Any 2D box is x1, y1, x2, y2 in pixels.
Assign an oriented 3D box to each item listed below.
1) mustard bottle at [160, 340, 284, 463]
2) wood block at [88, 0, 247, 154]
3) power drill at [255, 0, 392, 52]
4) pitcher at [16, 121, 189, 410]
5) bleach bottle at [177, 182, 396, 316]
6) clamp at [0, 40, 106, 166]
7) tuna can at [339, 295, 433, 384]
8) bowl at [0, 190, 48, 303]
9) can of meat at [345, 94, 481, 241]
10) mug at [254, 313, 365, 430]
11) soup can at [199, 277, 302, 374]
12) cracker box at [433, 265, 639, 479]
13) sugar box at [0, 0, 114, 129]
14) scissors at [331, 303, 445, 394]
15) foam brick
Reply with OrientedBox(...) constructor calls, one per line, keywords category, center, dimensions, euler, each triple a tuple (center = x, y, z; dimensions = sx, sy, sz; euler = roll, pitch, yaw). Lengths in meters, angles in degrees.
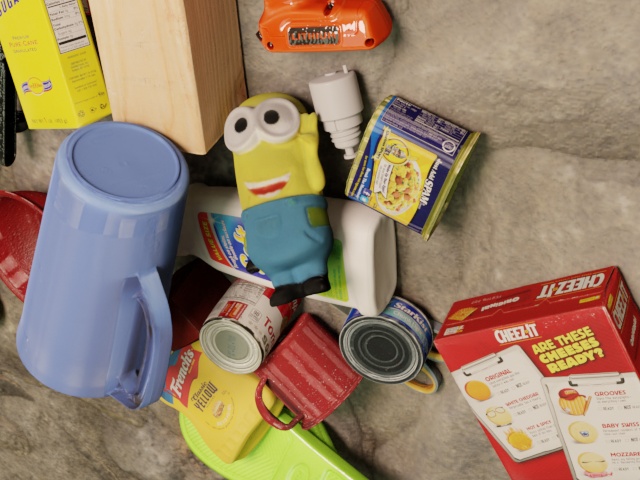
OrientedBox(category="mustard bottle", center=(-0.131, 0.137, 1.122), dimensions=(0.192, 0.058, 0.096), euler=(40, 110, 19))
OrientedBox(category="wood block", center=(-0.127, -0.187, 0.878), dimensions=(0.090, 0.090, 0.206), euler=(10, 128, 19))
OrientedBox(category="power drill", center=(0.003, -0.238, 0.801), dimensions=(0.185, 0.057, 0.187), euler=(3, 123, 24))
OrientedBox(category="pitcher", center=(-0.181, 0.025, 0.925), dimensions=(0.149, 0.145, 0.243), euler=(18, 134, -4))
OrientedBox(category="bleach bottle", center=(-0.057, 0.001, 1.002), dimensions=(0.251, 0.068, 0.102), euler=(8, 121, 23))
OrientedBox(category="clamp", center=(-0.292, -0.175, 0.991), dimensions=(0.165, 0.036, 0.210), euler=(-30, 106, 23))
OrientedBox(category="tuna can", center=(0.061, 0.095, 1.010), dimensions=(0.086, 0.033, 0.086), euler=(12, 127, 16))
OrientedBox(category="bowl", center=(-0.281, 0.006, 1.108), dimensions=(0.162, 0.055, 0.162), euler=(23, 134, 26))
OrientedBox(category="can of meat", center=(0.075, -0.062, 0.895), dimensions=(0.084, 0.057, 0.102), euler=(27, 131, 8))
OrientedBox(category="mug", center=(-0.020, 0.134, 1.051), dimensions=(0.081, 0.117, 0.093), euler=(45, 151, -5))
OrientedBox(category="soup can", center=(-0.066, 0.072, 1.032), dimensions=(0.068, 0.102, 0.068), euler=(13, 128, 17))
OrientedBox(category="cracker box", center=(0.226, 0.138, 0.961), dimensions=(0.164, 0.072, 0.213), euler=(-16, 115, 33))
OrientedBox(category="sugar box", center=(-0.240, -0.185, 0.912), dimensions=(0.094, 0.048, 0.176), euler=(5, 118, 47))
OrientedBox(category="scissors", center=(0.057, 0.070, 1.029), dimensions=(0.201, 0.016, 0.096), euler=(47, 129, -12))
OrientedBox(category="foam brick", center=(-0.133, 0.063, 1.075), dimensions=(0.053, 0.078, 0.051), euler=(-29, 110, 38))
